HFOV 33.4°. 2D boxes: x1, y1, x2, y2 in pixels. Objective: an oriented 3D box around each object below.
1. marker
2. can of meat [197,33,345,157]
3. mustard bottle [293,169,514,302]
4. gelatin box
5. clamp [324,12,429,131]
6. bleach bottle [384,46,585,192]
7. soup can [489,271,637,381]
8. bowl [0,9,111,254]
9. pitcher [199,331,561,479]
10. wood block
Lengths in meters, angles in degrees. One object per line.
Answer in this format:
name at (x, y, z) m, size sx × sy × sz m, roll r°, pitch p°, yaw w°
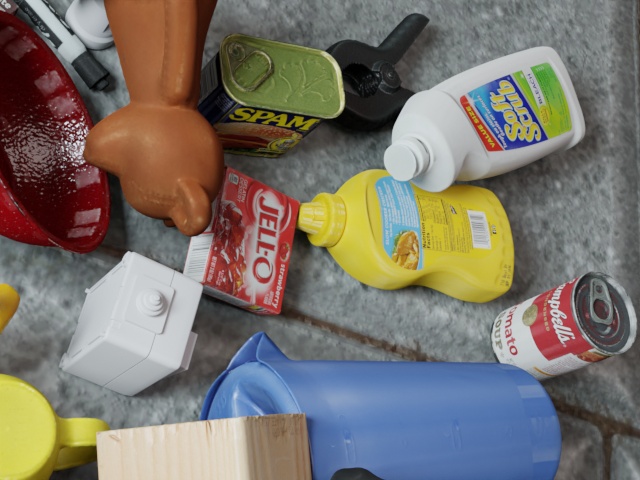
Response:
marker at (-0.194, -0.156, 0.765) m, size 0.121 × 0.020 × 0.020 m, roll 50°, pitch 52°, yaw -6°
can of meat at (-0.047, -0.104, 0.798) m, size 0.101 × 0.084 × 0.057 m, roll 5°, pitch 68°, yaw -32°
mustard bottle at (0.063, -0.007, 0.843) m, size 0.191 × 0.058 × 0.096 m, roll 8°, pitch 64°, yaw -31°
gelatin box at (-0.055, 0.001, 0.763) m, size 0.073 × 0.030 × 0.089 m, roll 26°, pitch 67°, yaw -40°
clamp at (0.056, -0.125, 0.905) m, size 0.171 × 0.039 × 0.120 m, roll -24°, pitch 82°, yaw -38°
bleach bottle at (0.133, -0.090, 0.886) m, size 0.250 × 0.068 × 0.102 m, roll -30°, pitch 101°, yaw -49°
soup can at (0.196, 0.073, 0.868) m, size 0.068 × 0.102 × 0.068 m, roll 13°, pitch 63°, yaw -28°
bowl at (-0.196, -0.060, 0.671) m, size 0.162 × 0.055 × 0.162 m, roll -20°, pitch 90°, yaw -78°
pitcher at (0.049, 0.153, 0.727) m, size 0.242 × 0.149 × 0.145 m, roll 2°, pitch 26°, yaw -36°
wood block at (-0.055, 0.201, 0.572) m, size 0.090 × 0.091 × 0.206 m, roll 18°, pitch 65°, yaw -67°
